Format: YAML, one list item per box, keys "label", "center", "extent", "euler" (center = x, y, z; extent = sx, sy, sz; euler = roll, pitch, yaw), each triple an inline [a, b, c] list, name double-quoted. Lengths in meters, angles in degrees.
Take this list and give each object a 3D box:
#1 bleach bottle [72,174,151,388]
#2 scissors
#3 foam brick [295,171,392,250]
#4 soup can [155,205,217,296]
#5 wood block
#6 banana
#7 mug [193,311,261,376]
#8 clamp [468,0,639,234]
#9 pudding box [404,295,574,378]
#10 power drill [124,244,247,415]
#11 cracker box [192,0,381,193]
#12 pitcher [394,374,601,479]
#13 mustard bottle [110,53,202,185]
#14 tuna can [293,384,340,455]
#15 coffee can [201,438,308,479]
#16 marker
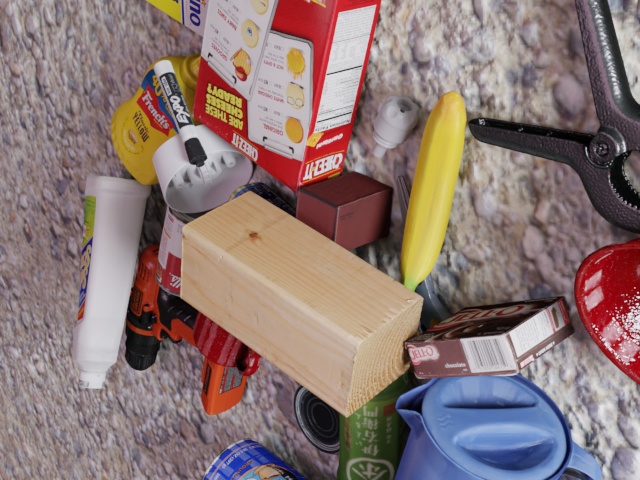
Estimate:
- label: "bleach bottle"
  center: [-0.254, 0.050, 1.259]
  extent: [0.103, 0.068, 0.251]
  euler: [-168, 85, -67]
- label: "scissors"
  center: [0.084, 0.046, 1.004]
  extent: [0.096, 0.016, 0.202]
  euler: [-25, 87, 49]
- label: "foam brick"
  center: [0.022, -0.026, 0.994]
  extent: [0.051, 0.078, 0.053]
  euler: [27, 122, 38]
- label: "soup can"
  center: [-0.144, 0.004, 1.190]
  extent: [0.069, 0.068, 0.102]
  euler: [39, 130, 30]
- label: "wood block"
  center: [-0.021, 0.051, 0.949]
  extent: [0.206, 0.090, 0.090]
  euler: [32, 134, 29]
- label: "banana"
  center: [0.098, -0.041, 0.919]
  extent: [0.037, 0.069, 0.198]
  euler: [7, 115, -3]
- label: "mug"
  center: [-0.087, 0.092, 1.146]
  extent: [0.117, 0.093, 0.082]
  euler: [66, 148, 35]
- label: "clamp"
  center: [0.218, -0.082, 0.791]
  extent: [0.210, 0.036, 0.165]
  euler: [45, 134, 22]
- label: "pudding box"
  center: [0.142, 0.082, 0.902]
  extent: [0.114, 0.089, 0.039]
  euler: [-9, 103, 47]
- label: "power drill"
  center: [-0.166, 0.122, 1.271]
  extent: [0.188, 0.057, 0.185]
  euler: [37, 130, 31]
- label: "cracker box"
  center: [-0.033, -0.179, 0.994]
  extent: [0.164, 0.071, 0.214]
  euler: [38, 132, 33]
- label: "pitcher"
  center: [0.133, 0.240, 0.962]
  extent: [0.149, 0.144, 0.243]
  euler: [52, 141, 36]
- label: "mustard bottle"
  center: [-0.161, -0.143, 1.154]
  extent: [0.192, 0.058, 0.096]
  euler: [-39, 72, 47]
- label: "tuna can"
  center: [0.011, 0.181, 1.125]
  extent: [0.086, 0.033, 0.086]
  euler: [21, 120, 40]
- label: "coffee can"
  center: [-0.054, 0.300, 1.192]
  extent: [0.140, 0.102, 0.103]
  euler: [29, 126, 36]
- label: "marker"
  center: [-0.140, -0.126, 1.070]
  extent: [0.020, 0.020, 0.121]
  euler: [-44, 62, 47]
